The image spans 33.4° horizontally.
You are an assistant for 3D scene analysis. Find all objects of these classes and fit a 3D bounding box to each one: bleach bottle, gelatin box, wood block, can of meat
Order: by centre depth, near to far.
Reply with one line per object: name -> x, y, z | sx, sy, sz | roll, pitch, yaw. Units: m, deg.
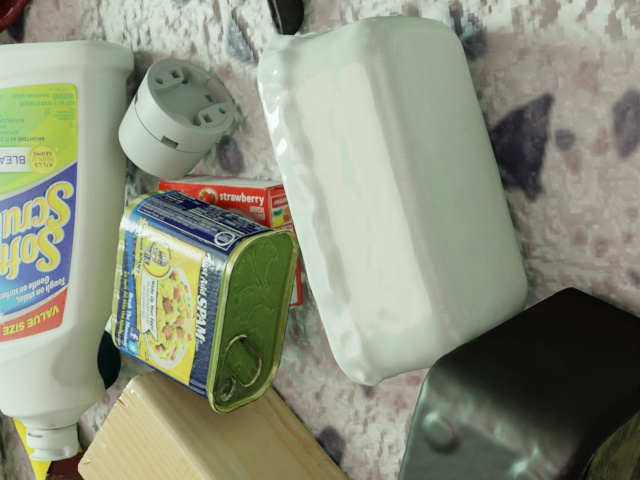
can of meat -> -0.066, 0.030, 0.585 | 0.084, 0.057, 0.102 | 22, 113, 31
wood block -> -0.035, 0.170, 0.613 | 0.206, 0.090, 0.091 | 48, 125, 20
gelatin box -> -0.054, 0.001, 0.625 | 0.089, 0.030, 0.073 | 7, 105, 37
bleach bottle -> -0.162, 0.008, 0.655 | 0.103, 0.068, 0.251 | -1, 93, 12
